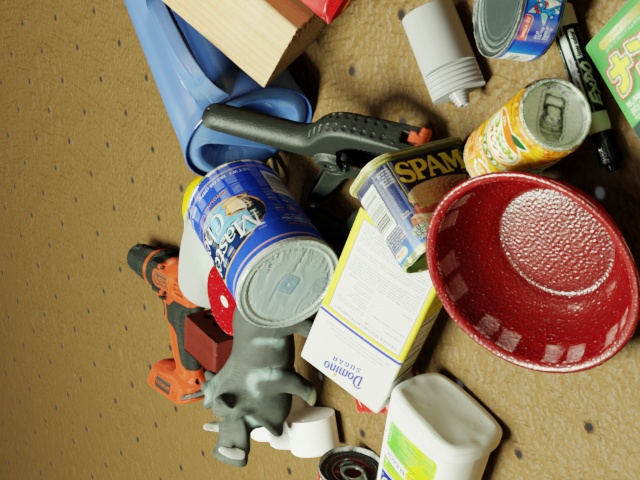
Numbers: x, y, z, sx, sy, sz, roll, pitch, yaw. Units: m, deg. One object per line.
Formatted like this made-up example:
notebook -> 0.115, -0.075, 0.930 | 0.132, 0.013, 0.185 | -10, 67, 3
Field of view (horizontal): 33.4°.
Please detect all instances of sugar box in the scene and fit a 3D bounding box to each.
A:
sugar box -> 0.053, 0.057, 0.928 | 0.093, 0.048, 0.176 | 36, 130, 19

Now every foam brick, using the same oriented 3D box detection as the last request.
foam brick -> -0.122, 0.121, 1.275 | 0.078, 0.052, 0.051 | 33, 129, 46

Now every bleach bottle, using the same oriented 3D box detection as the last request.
bleach bottle -> 0.093, 0.245, 0.979 | 0.103, 0.068, 0.251 | 43, 138, 41

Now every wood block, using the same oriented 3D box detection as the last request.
wood block -> -0.090, -0.250, 0.961 | 0.206, 0.090, 0.090 | 40, 145, 1

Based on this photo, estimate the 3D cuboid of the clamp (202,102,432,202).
clamp -> 0.004, -0.084, 0.940 | 0.210, 0.164, 0.036 | -4, 62, 51

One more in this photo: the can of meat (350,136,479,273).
can of meat -> 0.088, -0.027, 0.844 | 0.084, 0.101, 0.058 | 60, 145, 21

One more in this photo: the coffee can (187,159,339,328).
coffee can -> -0.057, 0.001, 1.023 | 0.140, 0.102, 0.103 | 54, 143, 45

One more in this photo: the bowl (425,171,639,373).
bowl -> 0.158, 0.013, 0.762 | 0.162, 0.055, 0.162 | 20, 128, 27

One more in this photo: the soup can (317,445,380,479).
soup can -> 0.028, 0.270, 1.083 | 0.069, 0.068, 0.102 | 36, 131, 46

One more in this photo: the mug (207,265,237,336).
mug -> -0.069, 0.043, 1.133 | 0.093, 0.081, 0.117 | 19, 118, 54

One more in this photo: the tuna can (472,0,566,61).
tuna can -> 0.139, -0.168, 0.745 | 0.086, 0.033, 0.086 | -176, 90, -75

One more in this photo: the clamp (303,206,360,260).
clamp -> 0.035, 0.023, 1.004 | 0.172, 0.039, 0.120 | -5, 98, 62

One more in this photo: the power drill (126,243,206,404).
power drill -> -0.194, 0.104, 1.377 | 0.185, 0.057, 0.188 | 22, 120, 53

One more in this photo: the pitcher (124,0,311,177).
pitcher -> -0.119, -0.195, 1.070 | 0.243, 0.144, 0.149 | 62, 149, 26
